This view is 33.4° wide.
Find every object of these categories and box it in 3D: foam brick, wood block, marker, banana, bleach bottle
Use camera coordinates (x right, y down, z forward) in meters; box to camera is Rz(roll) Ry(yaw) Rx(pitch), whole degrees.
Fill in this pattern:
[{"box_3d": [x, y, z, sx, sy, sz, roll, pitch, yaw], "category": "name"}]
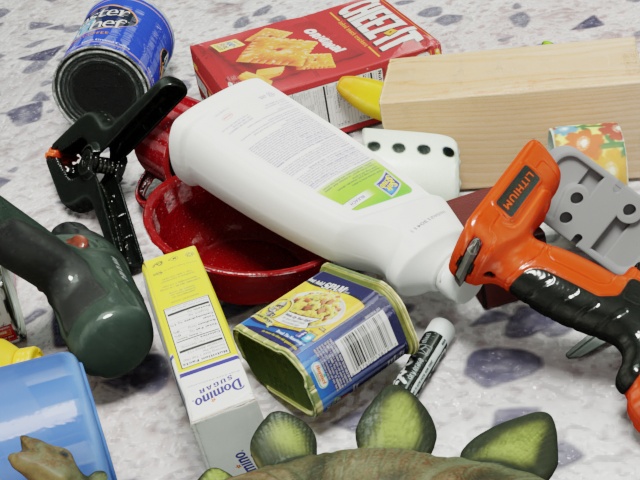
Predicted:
[{"box_3d": [0.128, 0.003, 0.782, 0.053, 0.051, 0.078, -16, 33, -4], "category": "foam brick"}, {"box_3d": [0.161, -0.105, 0.897, 0.206, 0.091, 0.090, -3, 33, 13], "category": "wood block"}, {"box_3d": [0.057, 0.094, 0.698, 0.020, 0.020, 0.121, 9, 39, 28], "category": "marker"}, {"box_3d": [0.116, -0.133, 0.974, 0.198, 0.069, 0.037, -10, 14, 8], "category": "banana"}, {"box_3d": [0.007, -0.028, 0.766, 0.102, 0.068, 0.251, -34, 53, -29], "category": "bleach bottle"}]

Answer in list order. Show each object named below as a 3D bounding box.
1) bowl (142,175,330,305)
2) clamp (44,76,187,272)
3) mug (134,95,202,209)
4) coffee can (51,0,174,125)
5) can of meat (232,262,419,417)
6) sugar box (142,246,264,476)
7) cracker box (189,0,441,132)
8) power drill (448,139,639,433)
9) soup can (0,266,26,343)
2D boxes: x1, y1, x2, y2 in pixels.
[{"box_3d": [-0.055, 0.001, 0.822, 0.162, 0.055, 0.162, 3, 33, -2], "category": "bowl"}, {"box_3d": [-0.192, -0.057, 0.944, 0.036, 0.164, 0.210, 16, -8, -37], "category": "clamp"}, {"box_3d": [-0.123, -0.075, 0.956, 0.117, 0.093, 0.082, -54, 39, -6], "category": "mug"}, {"box_3d": [-0.216, -0.187, 1.126, 0.103, 0.103, 0.140, -6, 34, 8], "category": "coffee can"}, {"box_3d": [0.001, 0.065, 0.711, 0.083, 0.057, 0.102, -32, 24, -22], "category": "can of meat"}, {"box_3d": [-0.070, 0.087, 0.681, 0.048, 0.093, 0.176, -20, 35, -10], "category": "sugar box"}, {"box_3d": [-0.006, -0.168, 1.061, 0.213, 0.072, 0.164, -18, 34, -11], "category": "cracker box"}, {"box_3d": [0.191, 0.015, 0.674, 0.188, 0.057, 0.184, 33, 55, 15], "category": "power drill"}, {"box_3d": [-0.284, 0.059, 0.813, 0.102, 0.068, 0.068, -17, 34, -10], "category": "soup can"}]
